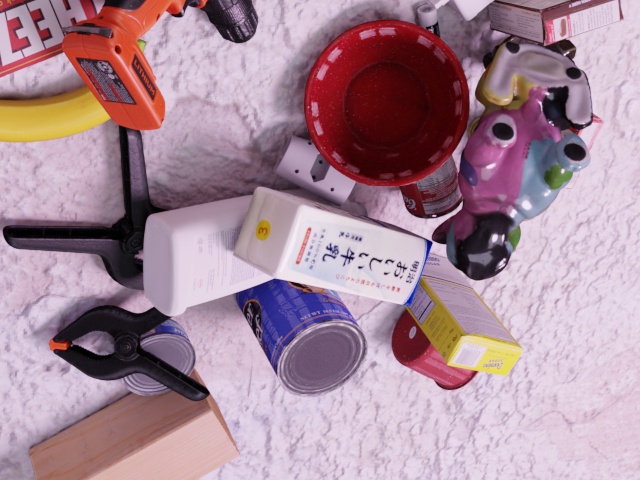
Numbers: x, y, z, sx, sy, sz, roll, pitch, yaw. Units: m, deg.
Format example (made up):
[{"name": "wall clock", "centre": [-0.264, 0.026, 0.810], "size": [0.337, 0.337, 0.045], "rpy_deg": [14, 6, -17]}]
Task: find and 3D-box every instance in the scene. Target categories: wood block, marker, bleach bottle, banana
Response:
[{"name": "wood block", "centre": [-0.209, 0.238, 1.203], "size": [0.206, 0.090, 0.091], "rpy_deg": [-29, 132, -4]}, {"name": "marker", "centre": [0.118, -0.186, 1.100], "size": [0.020, 0.020, 0.121], "rpy_deg": [-24, 131, -9]}, {"name": "bleach bottle", "centre": [-0.057, 0.001, 1.101], "size": [0.250, 0.068, 0.103], "rpy_deg": [-12, 119, -35]}, {"name": "banana", "centre": [-0.244, -0.123, 0.956], "size": [0.197, 0.037, 0.069], "rpy_deg": [-20, 113, -14]}]

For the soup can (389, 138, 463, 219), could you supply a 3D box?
[{"name": "soup can", "centre": [0.112, -0.082, 1.141], "size": [0.068, 0.068, 0.102], "rpy_deg": [-27, 131, -6]}]

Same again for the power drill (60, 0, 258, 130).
[{"name": "power drill", "centre": [-0.126, -0.186, 0.894], "size": [0.187, 0.057, 0.184], "rpy_deg": [-66, 147, -27]}]

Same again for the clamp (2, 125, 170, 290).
[{"name": "clamp", "centre": [-0.185, -0.016, 1.061], "size": [0.164, 0.036, 0.209], "rpy_deg": [-46, 133, 8]}]

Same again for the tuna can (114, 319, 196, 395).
[{"name": "tuna can", "centre": [-0.182, 0.127, 1.170], "size": [0.086, 0.034, 0.086], "rpy_deg": [-13, 129, -18]}]

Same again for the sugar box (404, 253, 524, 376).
[{"name": "sugar box", "centre": [0.143, 0.077, 1.202], "size": [0.093, 0.176, 0.048], "rpy_deg": [16, 113, -34]}]

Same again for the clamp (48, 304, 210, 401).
[{"name": "clamp", "centre": [-0.192, 0.116, 1.110], "size": [0.171, 0.039, 0.120], "rpy_deg": [-8, 90, 5]}]

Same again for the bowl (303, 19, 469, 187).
[{"name": "bowl", "centre": [0.065, -0.135, 1.058], "size": [0.162, 0.055, 0.162], "rpy_deg": [0, 96, 4]}]

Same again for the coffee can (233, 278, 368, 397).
[{"name": "coffee can", "centre": [-0.023, 0.084, 1.147], "size": [0.102, 0.140, 0.103], "rpy_deg": [-13, 129, -18]}]

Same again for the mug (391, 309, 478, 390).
[{"name": "mug", "centre": [0.149, 0.121, 1.290], "size": [0.081, 0.093, 0.117], "rpy_deg": [27, 137, -33]}]

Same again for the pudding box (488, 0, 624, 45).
[{"name": "pudding box", "centre": [0.231, -0.230, 1.061], "size": [0.090, 0.114, 0.039], "rpy_deg": [-21, 112, -12]}]
